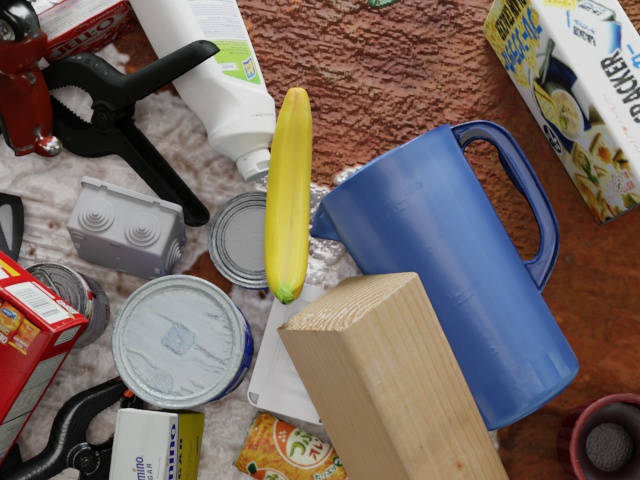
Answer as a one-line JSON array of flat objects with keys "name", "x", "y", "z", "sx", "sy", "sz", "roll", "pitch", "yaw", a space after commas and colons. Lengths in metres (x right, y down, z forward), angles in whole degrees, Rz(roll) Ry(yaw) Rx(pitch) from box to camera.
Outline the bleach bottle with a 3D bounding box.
[{"name": "bleach bottle", "x": -0.106, "y": -0.170, "z": 0.941, "sx": 0.068, "sy": 0.102, "sz": 0.251, "roll": -27, "pitch": 82, "yaw": 40}]

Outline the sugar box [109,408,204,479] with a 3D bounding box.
[{"name": "sugar box", "x": -0.129, "y": 0.182, "z": 0.853, "sx": 0.048, "sy": 0.176, "sz": 0.093, "roll": 5, "pitch": 82, "yaw": 1}]

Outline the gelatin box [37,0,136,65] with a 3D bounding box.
[{"name": "gelatin box", "x": -0.213, "y": -0.191, "z": 0.954, "sx": 0.089, "sy": 0.073, "sz": 0.030, "roll": -31, "pitch": 83, "yaw": -4}]

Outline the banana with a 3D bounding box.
[{"name": "banana", "x": -0.024, "y": -0.029, "z": 0.898, "sx": 0.037, "sy": 0.070, "sz": 0.198, "roll": 8, "pitch": 67, "yaw": -16}]

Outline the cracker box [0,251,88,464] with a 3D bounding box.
[{"name": "cracker box", "x": -0.304, "y": 0.103, "z": 0.833, "sx": 0.164, "sy": 0.072, "sz": 0.214, "roll": 35, "pitch": 102, "yaw": 10}]

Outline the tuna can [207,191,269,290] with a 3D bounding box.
[{"name": "tuna can", "x": -0.056, "y": 0.001, "z": 0.948, "sx": 0.086, "sy": 0.034, "sz": 0.086, "roll": 0, "pitch": 82, "yaw": 0}]

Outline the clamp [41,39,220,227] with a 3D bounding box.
[{"name": "clamp", "x": -0.175, "y": -0.119, "z": 0.929, "sx": 0.210, "sy": 0.036, "sz": 0.165, "roll": 23, "pitch": 118, "yaw": 19}]

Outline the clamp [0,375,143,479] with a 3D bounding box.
[{"name": "clamp", "x": -0.214, "y": 0.185, "z": 0.907, "sx": 0.120, "sy": 0.039, "sz": 0.171, "roll": 30, "pitch": 78, "yaw": -31}]

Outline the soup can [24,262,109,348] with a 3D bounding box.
[{"name": "soup can", "x": -0.221, "y": 0.058, "z": 0.907, "sx": 0.068, "sy": 0.102, "sz": 0.068, "roll": 0, "pitch": 83, "yaw": 0}]

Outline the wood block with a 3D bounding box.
[{"name": "wood block", "x": 0.062, "y": 0.137, "z": 0.856, "sx": 0.090, "sy": 0.091, "sz": 0.206, "roll": -34, "pitch": 106, "yaw": -34}]

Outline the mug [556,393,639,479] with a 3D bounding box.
[{"name": "mug", "x": 0.249, "y": 0.187, "z": 0.899, "sx": 0.093, "sy": 0.081, "sz": 0.117, "roll": -9, "pitch": 82, "yaw": -1}]

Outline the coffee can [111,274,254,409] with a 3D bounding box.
[{"name": "coffee can", "x": -0.109, "y": 0.086, "z": 0.883, "sx": 0.103, "sy": 0.140, "sz": 0.103, "roll": 0, "pitch": 82, "yaw": 0}]

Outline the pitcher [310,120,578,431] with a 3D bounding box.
[{"name": "pitcher", "x": 0.120, "y": 0.028, "z": 0.898, "sx": 0.144, "sy": 0.149, "sz": 0.243, "roll": -29, "pitch": 86, "yaw": -40}]
